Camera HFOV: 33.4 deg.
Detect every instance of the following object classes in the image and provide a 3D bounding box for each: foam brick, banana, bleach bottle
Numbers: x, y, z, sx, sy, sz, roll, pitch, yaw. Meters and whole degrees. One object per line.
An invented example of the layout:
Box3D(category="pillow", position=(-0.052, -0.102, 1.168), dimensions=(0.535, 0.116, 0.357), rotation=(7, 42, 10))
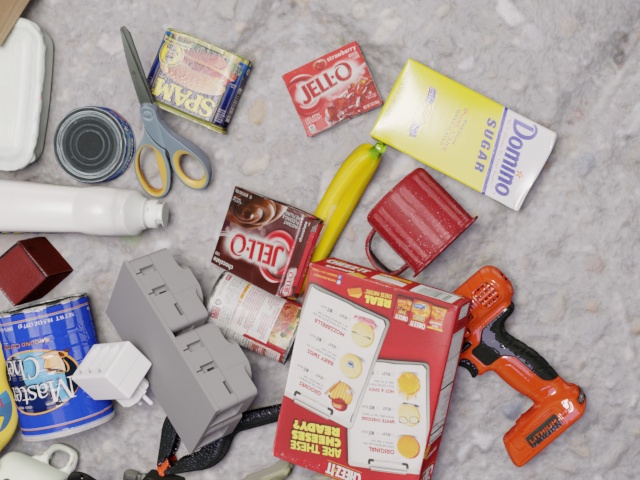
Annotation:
Box3D(category="foam brick", position=(-0.318, 0.033, 1.169), dimensions=(0.051, 0.078, 0.053), rotation=(-41, 87, 8))
Box3D(category="banana", position=(0.013, -0.029, 1.131), dimensions=(0.037, 0.069, 0.198), rotation=(30, 108, 3))
Box3D(category="bleach bottle", position=(-0.291, -0.034, 1.147), dimensions=(0.251, 0.102, 0.068), rotation=(3, 91, 7))

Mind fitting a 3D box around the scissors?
Box3D(category="scissors", position=(-0.160, -0.125, 1.115), dimensions=(0.096, 0.016, 0.202), rotation=(12, 130, 7))

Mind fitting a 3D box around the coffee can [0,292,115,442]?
Box3D(category="coffee can", position=(-0.289, 0.136, 1.161), dimensions=(0.103, 0.102, 0.140), rotation=(-12, 93, 7))

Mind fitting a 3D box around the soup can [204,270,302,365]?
Box3D(category="soup can", position=(-0.071, 0.083, 1.150), dimensions=(0.102, 0.068, 0.068), rotation=(24, 97, 4))

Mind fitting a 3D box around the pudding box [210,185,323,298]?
Box3D(category="pudding box", position=(-0.057, 0.001, 1.129), dimensions=(0.114, 0.039, 0.090), rotation=(24, 98, 43))

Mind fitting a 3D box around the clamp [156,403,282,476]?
Box3D(category="clamp", position=(-0.124, 0.187, 1.181), dimensions=(0.171, 0.039, 0.120), rotation=(-38, 76, 7))

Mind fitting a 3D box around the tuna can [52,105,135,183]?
Box3D(category="tuna can", position=(-0.249, -0.105, 1.171), dimensions=(0.086, 0.033, 0.086), rotation=(1, 95, 6))

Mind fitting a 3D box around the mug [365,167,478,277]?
Box3D(category="mug", position=(0.095, -0.014, 1.116), dimensions=(0.081, 0.093, 0.117), rotation=(47, 111, 6))

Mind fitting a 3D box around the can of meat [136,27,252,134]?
Box3D(category="can of meat", position=(-0.133, -0.171, 1.142), dimensions=(0.102, 0.057, 0.084), rotation=(23, 95, 4))

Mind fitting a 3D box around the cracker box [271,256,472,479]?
Box3D(category="cracker box", position=(0.053, 0.141, 1.100), dimensions=(0.164, 0.072, 0.214), rotation=(16, 102, 22))

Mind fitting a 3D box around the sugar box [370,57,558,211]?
Box3D(category="sugar box", position=(0.150, -0.110, 1.120), dimensions=(0.176, 0.048, 0.093), rotation=(27, 97, 5))

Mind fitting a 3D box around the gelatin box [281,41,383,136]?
Box3D(category="gelatin box", position=(0.013, -0.161, 1.139), dimensions=(0.089, 0.030, 0.073), rotation=(-23, 92, 7))

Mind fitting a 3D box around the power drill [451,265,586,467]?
Box3D(category="power drill", position=(0.172, 0.147, 1.132), dimensions=(0.185, 0.057, 0.187), rotation=(-43, 90, 16))
